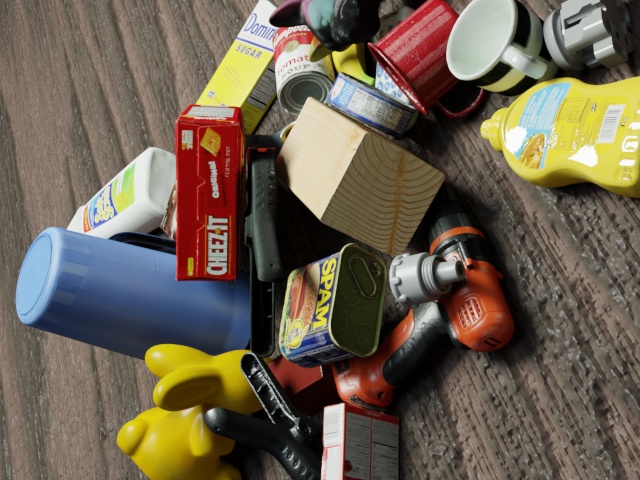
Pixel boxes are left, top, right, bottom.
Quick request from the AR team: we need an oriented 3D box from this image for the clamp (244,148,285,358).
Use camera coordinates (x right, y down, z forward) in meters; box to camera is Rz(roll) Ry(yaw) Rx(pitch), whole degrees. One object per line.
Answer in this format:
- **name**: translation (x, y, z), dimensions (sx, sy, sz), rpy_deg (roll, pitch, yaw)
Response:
- **clamp**: translation (-0.057, 0.001, 1.057), dimensions (0.165, 0.036, 0.210), rpy_deg (100, 168, -50)

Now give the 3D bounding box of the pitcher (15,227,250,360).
- **pitcher**: translation (-0.204, 0.060, 1.182), dimensions (0.149, 0.242, 0.145), rpy_deg (9, 81, 58)

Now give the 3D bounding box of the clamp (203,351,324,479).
- **clamp**: translation (-0.032, 0.185, 0.985), dimensions (0.171, 0.120, 0.039), rpy_deg (42, 123, 5)

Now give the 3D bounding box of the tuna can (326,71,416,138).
- **tuna can**: translation (0.050, -0.134, 1.058), dimensions (0.086, 0.086, 0.034), rpy_deg (40, 107, 51)

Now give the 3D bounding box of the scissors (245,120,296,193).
- **scissors**: translation (-0.069, -0.096, 1.247), dimensions (0.202, 0.016, 0.096), rpy_deg (-5, 76, 36)

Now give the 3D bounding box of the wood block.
- **wood block**: translation (0.030, -0.067, 1.040), dimensions (0.091, 0.090, 0.206), rpy_deg (-61, 21, 7)

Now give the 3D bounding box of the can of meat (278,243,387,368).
- **can of meat**: translation (0.010, 0.063, 0.985), dimensions (0.084, 0.057, 0.102), rpy_deg (-23, 50, 48)

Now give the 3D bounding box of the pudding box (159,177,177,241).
- **pudding box**: translation (-0.155, -0.052, 1.320), dimensions (0.090, 0.039, 0.113), rpy_deg (35, 110, 62)

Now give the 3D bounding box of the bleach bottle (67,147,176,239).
- **bleach bottle**: translation (-0.282, -0.030, 1.464), dimensions (0.251, 0.068, 0.102), rpy_deg (-31, 50, 41)

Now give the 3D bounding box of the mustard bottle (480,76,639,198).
- **mustard bottle**: translation (0.211, -0.091, 0.907), dimensions (0.192, 0.058, 0.096), rpy_deg (11, 80, 51)

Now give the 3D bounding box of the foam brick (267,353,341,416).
- **foam brick**: translation (-0.007, 0.134, 1.064), dimensions (0.078, 0.052, 0.051), rpy_deg (-34, 49, 35)

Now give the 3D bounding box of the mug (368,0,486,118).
- **mug**: translation (0.114, -0.173, 1.041), dimensions (0.081, 0.093, 0.117), rpy_deg (-40, 82, 4)

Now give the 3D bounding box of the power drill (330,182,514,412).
- **power drill**: translation (0.083, 0.057, 0.990), dimensions (0.188, 0.057, 0.184), rpy_deg (-43, 41, 30)

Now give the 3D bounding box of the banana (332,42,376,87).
- **banana**: translation (0.047, -0.252, 1.203), dimensions (0.070, 0.037, 0.198), rpy_deg (-3, 71, 29)

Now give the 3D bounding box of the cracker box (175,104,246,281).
- **cracker box**: translation (-0.117, -0.058, 1.157), dimensions (0.214, 0.072, 0.164), rpy_deg (-109, 19, -78)

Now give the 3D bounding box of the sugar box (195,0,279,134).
- **sugar box**: translation (-0.087, -0.206, 1.328), dimensions (0.176, 0.048, 0.093), rpy_deg (-58, 41, 15)

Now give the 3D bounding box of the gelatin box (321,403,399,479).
- **gelatin box**: translation (0.036, 0.198, 0.965), dimensions (0.030, 0.073, 0.089), rpy_deg (-21, 59, 45)

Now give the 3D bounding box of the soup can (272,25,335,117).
- **soup can**: translation (-0.019, -0.197, 1.214), dimensions (0.069, 0.068, 0.102), rpy_deg (-40, 38, 31)
